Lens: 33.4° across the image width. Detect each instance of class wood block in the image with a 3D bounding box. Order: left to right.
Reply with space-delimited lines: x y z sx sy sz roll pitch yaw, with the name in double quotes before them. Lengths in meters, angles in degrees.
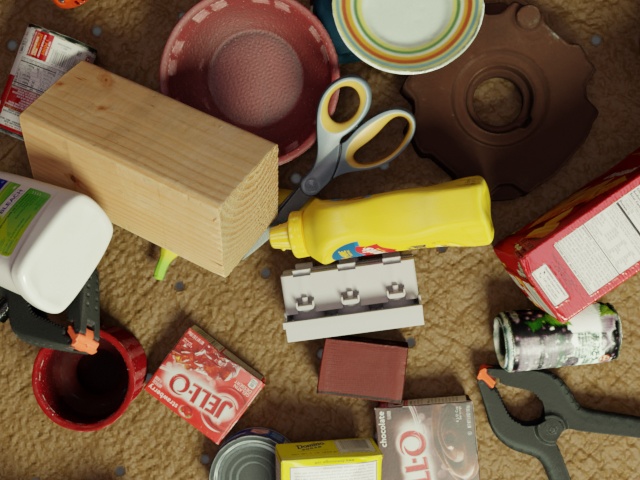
"wood block" -0.146 -0.064 0.923 0.206 0.091 0.090 25 53 18

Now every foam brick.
"foam brick" 0.039 0.115 0.973 0.078 0.053 0.051 6 92 3

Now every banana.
"banana" -0.064 -0.016 0.988 0.198 0.037 0.069 -11 102 5

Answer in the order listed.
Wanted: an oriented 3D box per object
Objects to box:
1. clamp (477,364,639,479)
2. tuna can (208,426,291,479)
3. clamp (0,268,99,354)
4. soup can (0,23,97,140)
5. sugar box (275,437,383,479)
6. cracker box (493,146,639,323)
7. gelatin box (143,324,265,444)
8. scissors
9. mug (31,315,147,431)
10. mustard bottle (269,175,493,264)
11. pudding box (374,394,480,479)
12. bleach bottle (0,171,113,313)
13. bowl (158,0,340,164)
"clamp" 0.208 0.180 0.969 0.171 0.039 0.120 29 89 9
"tuna can" -0.060 0.219 0.991 0.086 0.033 0.086 0 91 4
"clamp" -0.261 0.036 0.957 0.164 0.036 0.210 -43 53 9
"soup can" -0.254 -0.140 0.982 0.068 0.068 0.102 21 92 3
"sugar box" 0.007 0.270 0.961 0.093 0.048 0.176 -2 103 -10
"cracker box" 0.257 -0.026 0.898 0.214 0.164 0.072 -36 91 4
"gelatin box" -0.107 0.134 0.995 0.089 0.030 0.073 37 94 3
"scissors" -0.012 -0.070 0.943 0.202 0.016 0.096 -30 105 9
"mug" -0.208 0.109 0.976 0.093 0.081 0.117 -11 90 4
"mustard bottle" 0.049 -0.014 0.917 0.192 0.096 0.058 -7 85 13
"pudding box" 0.099 0.201 0.976 0.090 0.039 0.113 -5 90 5
"bleach bottle" -0.301 -0.015 0.941 0.251 0.068 0.102 14 63 35
"bowl" -0.062 -0.146 0.968 0.162 0.055 0.162 1 100 4
